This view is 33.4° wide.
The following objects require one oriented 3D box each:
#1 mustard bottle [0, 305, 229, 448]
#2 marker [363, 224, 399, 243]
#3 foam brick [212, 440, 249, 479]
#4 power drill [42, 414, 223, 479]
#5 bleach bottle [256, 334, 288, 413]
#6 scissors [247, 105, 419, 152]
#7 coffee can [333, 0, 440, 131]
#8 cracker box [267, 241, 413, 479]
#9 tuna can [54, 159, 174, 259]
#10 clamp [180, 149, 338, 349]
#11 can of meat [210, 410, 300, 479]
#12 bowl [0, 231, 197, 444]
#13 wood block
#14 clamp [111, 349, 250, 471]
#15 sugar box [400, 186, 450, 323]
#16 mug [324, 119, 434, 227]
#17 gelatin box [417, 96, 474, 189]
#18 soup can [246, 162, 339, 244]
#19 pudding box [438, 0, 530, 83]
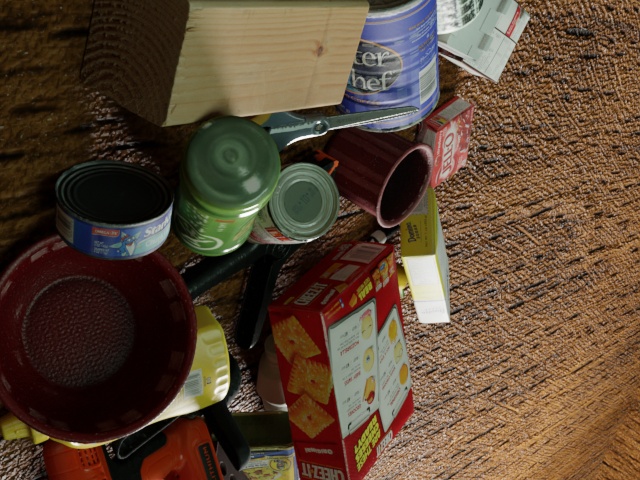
[{"bbox_3d":[-0.172,0.124,0.891,0.191,0.058,0.096,-19,136,-23],"label":"mustard bottle"},{"bbox_3d":[0.049,0.012,1.214,0.121,0.020,0.020,-41,147,-30],"label":"marker"},{"bbox_3d":[-0.112,0.256,1.106,0.053,0.051,0.078,-88,153,-51],"label":"foam brick"},{"bbox_3d":[-0.160,0.246,0.974,0.187,0.057,0.184,-11,83,-61],"label":"power drill"},{"bbox_3d":[-0.018,0.178,1.223,0.102,0.068,0.251,-51,148,-25],"label":"bleach bottle"},{"bbox_3d":[-0.013,-0.111,0.904,0.201,0.016,0.096,-22,135,-7],"label":"scissors"},{"bbox_3d":[0.054,-0.181,0.945,0.102,0.103,0.140,-44,149,-25],"label":"coffee can"},{"bbox_3d":[0.026,0.129,1.124,0.164,0.072,0.214,-41,129,-51],"label":"cracker box"},{"bbox_3d":[-0.152,-0.023,0.786,0.085,0.086,0.034,-29,141,-43],"label":"tuna can"},{"bbox_3d":[-0.057,0.001,1.014,0.210,0.036,0.164,-58,152,1],"label":"clamp"},{"bbox_3d":[-0.068,0.231,1.158,0.057,0.102,0.084,-95,-178,-49],"label":"can of meat"},{"bbox_3d":[-0.179,0.071,0.815,0.161,0.055,0.162,1,87,-23],"label":"bowl"},{"bbox_3d":[-0.066,-0.150,0.798,0.205,0.090,0.091,-16,129,-52],"label":"wood block"},{"bbox_3d":[-0.106,0.147,0.977,0.171,0.120,0.039,-68,171,-53],"label":"clamp"},{"bbox_3d":[0.125,0.021,1.271,0.176,0.048,0.093,73,17,-58],"label":"sugar box"},{"bbox_3d":[0.061,-0.082,1.074,0.117,0.082,0.093,-59,152,1],"label":"mug"},{"bbox_3d":[0.142,-0.111,1.231,0.073,0.030,0.089,-36,144,-35],"label":"gelatin box"},{"bbox_3d":[-0.034,-0.031,0.926,0.068,0.102,0.068,0,89,-25],"label":"soup can"},{"bbox_3d":[0.180,-0.229,1.171,0.113,0.039,0.090,12,107,-59],"label":"pudding box"}]
